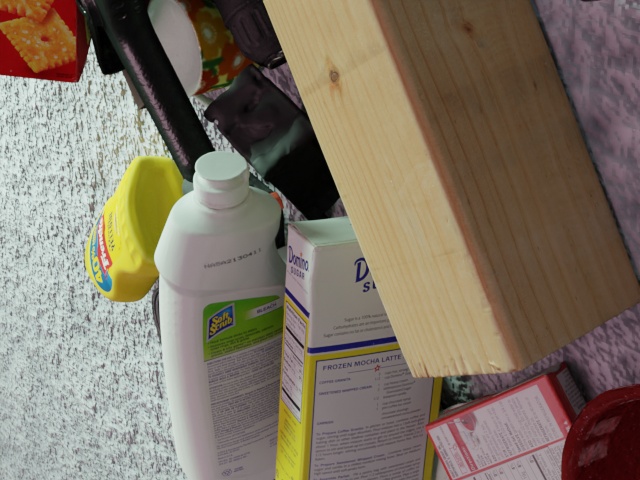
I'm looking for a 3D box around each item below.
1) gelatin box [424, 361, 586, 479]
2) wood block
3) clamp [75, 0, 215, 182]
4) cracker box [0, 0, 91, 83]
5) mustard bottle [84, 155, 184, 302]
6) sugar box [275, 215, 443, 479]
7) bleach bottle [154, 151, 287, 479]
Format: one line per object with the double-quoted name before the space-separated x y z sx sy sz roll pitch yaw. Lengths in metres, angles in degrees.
"gelatin box" 0.111 0.117 0.587 0.089 0.030 0.073 -32 82 35
"wood block" 0.063 -0.045 0.523 0.091 0.090 0.206 -16 97 60
"clamp" -0.131 -0.150 0.648 0.165 0.036 0.210 44 159 49
"cracker box" -0.186 -0.242 0.730 0.214 0.072 0.164 105 167 -46
"mustard bottle" -0.168 0.002 0.938 0.192 0.058 0.096 143 123 -60
"sugar box" 0.025 0.072 0.628 0.048 0.093 0.176 -141 50 -59
"bleach bottle" -0.049 0.052 0.667 0.068 0.102 0.251 46 147 40
